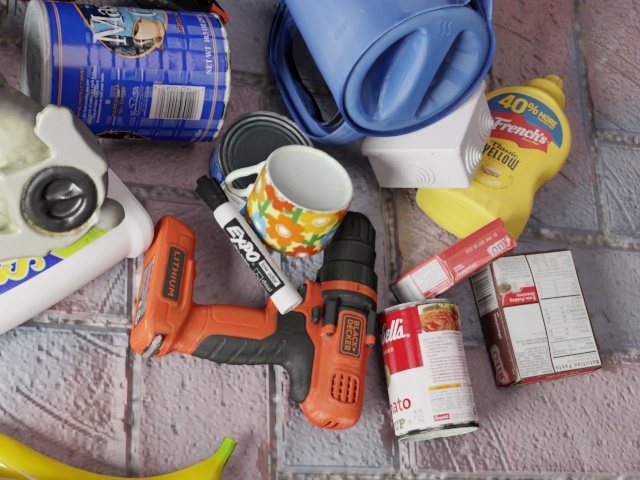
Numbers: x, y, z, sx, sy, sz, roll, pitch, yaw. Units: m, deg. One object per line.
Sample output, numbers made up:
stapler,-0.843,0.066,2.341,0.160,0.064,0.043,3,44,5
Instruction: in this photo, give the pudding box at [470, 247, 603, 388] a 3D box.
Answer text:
pudding box,0.186,0.066,0.924,0.089,0.039,0.113,-5,75,-25

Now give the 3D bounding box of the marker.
marker,-0.055,0.001,0.796,0.020,0.020,0.121,-30,78,-29

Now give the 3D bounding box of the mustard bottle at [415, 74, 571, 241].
mustard bottle,0.170,-0.083,0.958,0.096,0.058,0.191,30,60,12

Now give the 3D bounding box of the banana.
banana,-0.154,0.169,0.747,0.197,0.037,0.069,8,51,-21

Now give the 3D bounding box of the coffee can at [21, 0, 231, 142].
coffee can,-0.151,-0.128,0.817,0.140,0.103,0.103,-1,72,-23

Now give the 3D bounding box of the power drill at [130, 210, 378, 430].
power drill,-0.043,0.041,0.826,0.187,0.057,0.184,15,60,-16

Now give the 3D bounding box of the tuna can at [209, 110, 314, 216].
tuna can,-0.047,-0.061,0.875,0.086,0.034,0.086,8,68,-20

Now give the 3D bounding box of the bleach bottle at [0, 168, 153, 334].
bleach bottle,-0.243,0.033,0.743,0.250,0.068,0.102,-39,84,-27

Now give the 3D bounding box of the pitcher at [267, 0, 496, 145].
pitcher,0.022,-0.204,0.881,0.149,0.145,0.243,-19,56,-15

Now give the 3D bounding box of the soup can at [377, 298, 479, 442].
soup can,0.085,0.104,0.851,0.068,0.069,0.102,-2,73,-23

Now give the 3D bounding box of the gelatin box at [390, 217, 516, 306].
gelatin box,0.109,0.022,0.878,0.073,0.089,0.030,-28,84,-29
